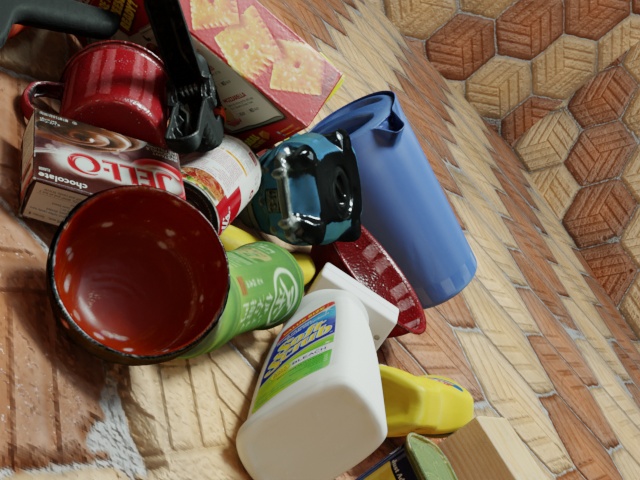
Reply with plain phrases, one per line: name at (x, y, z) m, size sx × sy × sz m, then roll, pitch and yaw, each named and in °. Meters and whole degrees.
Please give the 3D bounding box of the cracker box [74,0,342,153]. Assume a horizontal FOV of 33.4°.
cracker box at (-0.108, -0.169, 0.920) m, size 0.213 × 0.072 × 0.164 m, roll 39°, pitch -21°, yaw -16°

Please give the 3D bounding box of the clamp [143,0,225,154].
clamp at (-0.100, -0.121, 0.806) m, size 0.171 × 0.039 × 0.120 m, roll -82°, pitch 167°, yaw -88°

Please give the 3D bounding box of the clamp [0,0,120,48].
clamp at (-0.238, -0.176, 0.764) m, size 0.164 × 0.036 × 0.209 m, roll 45°, pitch 38°, yaw -16°

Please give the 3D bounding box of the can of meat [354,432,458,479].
can of meat at (0.061, 0.204, 0.759) m, size 0.057 × 0.084 × 0.102 m, roll 31°, pitch 25°, yaw -49°

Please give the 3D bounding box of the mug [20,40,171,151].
mug at (-0.170, -0.096, 0.818) m, size 0.117 × 0.093 × 0.081 m, roll 12°, pitch 35°, yaw -14°

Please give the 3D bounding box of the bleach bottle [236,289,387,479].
bleach bottle at (-0.006, 0.098, 0.823) m, size 0.068 × 0.102 × 0.251 m, roll 55°, pitch 8°, yaw -14°

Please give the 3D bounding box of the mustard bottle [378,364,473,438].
mustard bottle at (0.082, 0.145, 0.940) m, size 0.191 × 0.096 × 0.058 m, roll 22°, pitch 73°, yaw -61°

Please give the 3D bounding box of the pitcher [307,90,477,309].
pitcher at (0.076, -0.041, 1.243) m, size 0.242 × 0.145 × 0.149 m, roll 58°, pitch 11°, yaw -21°

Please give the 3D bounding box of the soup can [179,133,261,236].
soup can at (-0.095, -0.039, 0.863) m, size 0.068 × 0.069 × 0.102 m, roll 48°, pitch 31°, yaw -9°

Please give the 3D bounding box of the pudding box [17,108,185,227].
pudding box at (-0.151, -0.040, 0.745) m, size 0.113 × 0.039 × 0.090 m, roll 14°, pitch 32°, yaw -23°

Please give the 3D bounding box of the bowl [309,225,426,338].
bowl at (0.038, 0.045, 1.099) m, size 0.162 × 0.055 × 0.162 m, roll 45°, pitch 17°, yaw -18°

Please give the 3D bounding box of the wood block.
wood block at (0.169, 0.262, 0.910) m, size 0.206 × 0.091 × 0.090 m, roll 57°, pitch 17°, yaw 23°
